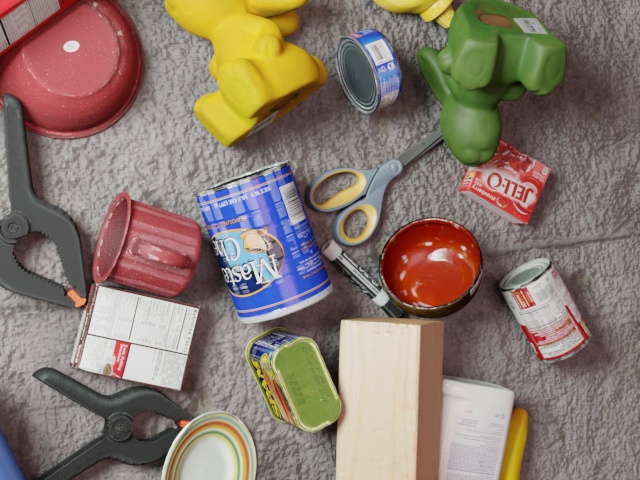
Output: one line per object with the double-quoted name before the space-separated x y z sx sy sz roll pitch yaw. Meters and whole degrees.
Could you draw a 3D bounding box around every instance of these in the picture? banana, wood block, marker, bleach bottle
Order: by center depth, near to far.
"wood block" 0.073 0.187 1.125 0.090 0.090 0.206 2 90 22
"marker" 0.048 0.046 1.169 0.121 0.020 0.020 44 76 -16
"bleach bottle" 0.144 0.280 1.185 0.102 0.068 0.251 12 89 -17
"banana" 0.219 0.294 1.229 0.069 0.037 0.198 -10 96 -40

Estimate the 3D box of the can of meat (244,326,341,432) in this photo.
"can of meat" -0.027 0.145 1.106 0.057 0.084 0.102 -26 100 -19

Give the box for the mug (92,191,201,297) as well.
"mug" -0.164 0.009 1.039 0.081 0.117 0.093 18 86 -25

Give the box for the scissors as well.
"scissors" 0.079 -0.059 1.182 0.201 0.016 0.096 -19 99 -20

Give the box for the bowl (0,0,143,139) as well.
"bowl" -0.246 -0.182 1.036 0.161 0.055 0.162 0 90 -21

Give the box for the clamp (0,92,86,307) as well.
"clamp" -0.292 -0.024 1.024 0.164 0.036 0.210 -47 107 -4

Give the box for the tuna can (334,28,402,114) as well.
"tuna can" 0.051 -0.180 1.133 0.033 0.086 0.086 -23 98 -21

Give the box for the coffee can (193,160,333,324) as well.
"coffee can" -0.057 0.001 1.083 0.102 0.103 0.140 -22 98 -20

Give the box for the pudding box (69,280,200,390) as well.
"pudding box" -0.185 0.096 1.070 0.113 0.039 0.090 15 85 -22

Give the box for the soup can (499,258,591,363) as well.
"soup can" 0.257 0.080 1.223 0.068 0.069 0.102 -34 102 -17

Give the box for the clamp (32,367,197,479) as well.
"clamp" -0.209 0.176 1.061 0.171 0.039 0.120 -8 98 -27

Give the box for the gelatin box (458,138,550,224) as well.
"gelatin box" 0.212 -0.069 1.225 0.089 0.030 0.073 29 81 -18
